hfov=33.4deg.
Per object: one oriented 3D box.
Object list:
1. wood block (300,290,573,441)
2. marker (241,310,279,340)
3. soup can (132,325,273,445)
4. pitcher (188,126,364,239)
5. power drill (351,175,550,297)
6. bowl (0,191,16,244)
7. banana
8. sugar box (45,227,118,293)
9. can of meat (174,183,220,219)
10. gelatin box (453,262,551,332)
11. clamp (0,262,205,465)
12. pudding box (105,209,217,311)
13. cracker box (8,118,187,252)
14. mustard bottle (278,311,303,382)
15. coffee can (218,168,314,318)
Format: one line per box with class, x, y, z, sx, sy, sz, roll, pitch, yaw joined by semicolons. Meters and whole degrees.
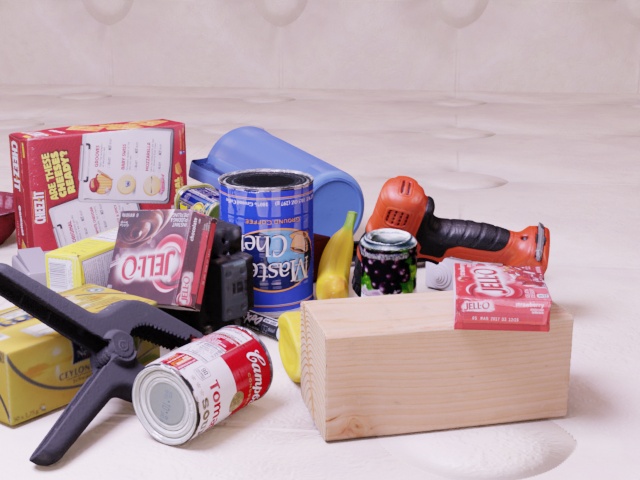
wood block;0.093;0.097;0.882;0.206;0.091;0.090;-4;17;-13
marker;-0.066;0.081;1.080;0.020;0.020;0.121;-13;20;-40
soup can;-0.094;0.115;0.861;0.069;0.068;0.102;9;18;31
pitcher;-0.058;-0.068;1.437;0.149;0.145;0.243;-40;33;-16
power drill;0.132;0.021;1.114;0.187;0.185;0.057;14;53;-2
bowl;-0.462;-0.022;1.395;0.162;0.055;0.162;0;15;0
banana;0.015;0.033;1.169;0.037;0.070;0.197;7;25;1
sugar box;-0.210;0.037;1.104;0.048;0.093;0.176;7;16;23
can of meat;-0.129;-0.009;1.262;0.057;0.102;0.084;-8;19;-31
gelatin box;0.142;0.044;0.847;0.073;0.030;0.089;2;16;7
clamp;-0.173;0.103;0.875;0.036;0.164;0.209;-33;-28;34
pudding box;-0.152;0.018;1.010;0.039;0.090;0.114;19;-13;-42
cracker box;-0.273;-0.062;1.335;0.213;0.164;0.072;-10;17;-35
mustard bottle;0.062;0.090;0.974;0.191;0.058;0.096;-3;10;-12
coffee can;-0.058;0.001;1.145;0.103;0.140;0.103;0;15;0
